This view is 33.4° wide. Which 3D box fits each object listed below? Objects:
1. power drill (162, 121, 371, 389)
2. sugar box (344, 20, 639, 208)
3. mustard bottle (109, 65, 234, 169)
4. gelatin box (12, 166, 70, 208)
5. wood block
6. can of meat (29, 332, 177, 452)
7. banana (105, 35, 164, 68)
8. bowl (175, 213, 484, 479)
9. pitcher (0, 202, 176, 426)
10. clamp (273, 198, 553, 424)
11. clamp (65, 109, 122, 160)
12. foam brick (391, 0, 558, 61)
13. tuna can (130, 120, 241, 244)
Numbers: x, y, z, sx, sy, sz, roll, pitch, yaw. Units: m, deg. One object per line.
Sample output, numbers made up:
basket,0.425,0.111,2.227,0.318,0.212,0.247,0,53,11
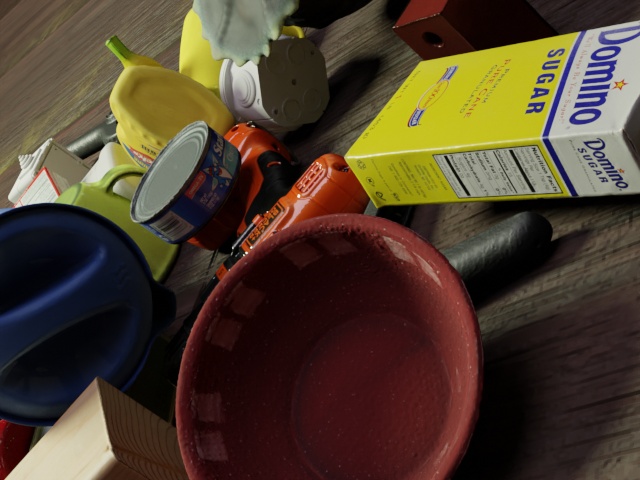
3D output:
power drill,-0.055,0.001,0.744,0.184,0.057,0.188,-48,28,4
sugar box,0.104,-0.064,0.551,0.177,0.048,0.093,-5,40,49
mustard bottle,-0.126,-0.086,0.904,0.192,0.096,0.058,131,162,-78
gelatin box,-0.250,-0.017,0.957,0.073,0.030,0.089,-52,34,5
wood block,-0.156,0.195,0.608,0.206,0.090,0.090,-47,27,5
can of meat,-0.144,0.113,0.734,0.084,0.057,0.102,-35,30,25
banana,-0.153,-0.120,1.000,0.037,0.070,0.198,-39,-18,-17
bowl,0.011,0.071,0.507,0.162,0.055,0.162,-12,65,27
pitcher,-0.217,0.037,0.728,0.145,0.149,0.243,-49,21,-15
clamp,0.025,0.042,0.585,0.210,0.036,0.165,-50,25,-8
clamp,-0.228,-0.127,1.197,0.120,0.039,0.172,-54,27,-5
foam brick,0.094,-0.127,0.651,0.053,0.078,0.051,-2,54,59
tuna can,-0.095,-0.040,0.753,0.086,0.033,0.086,-38,30,27
